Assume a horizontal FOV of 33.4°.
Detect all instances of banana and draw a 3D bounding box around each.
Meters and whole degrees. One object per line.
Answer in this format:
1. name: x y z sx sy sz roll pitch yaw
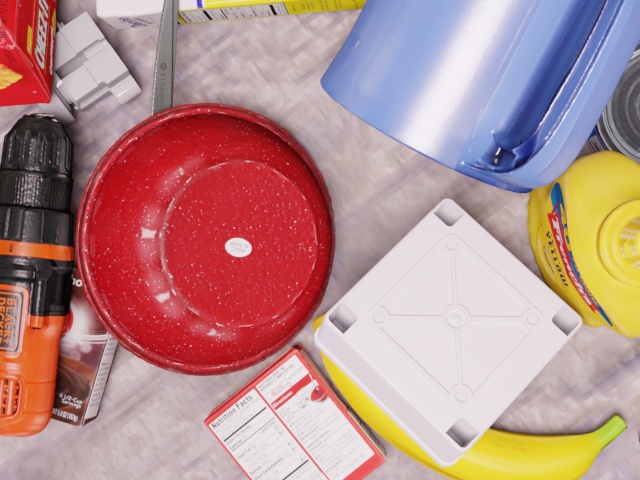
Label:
1. banana: 0.080 0.107 0.643 0.198 0.037 0.069 20 69 2

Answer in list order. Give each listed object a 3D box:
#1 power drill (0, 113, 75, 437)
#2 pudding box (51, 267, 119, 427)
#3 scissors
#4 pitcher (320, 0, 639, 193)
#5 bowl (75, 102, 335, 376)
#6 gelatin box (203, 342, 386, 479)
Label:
1. power drill: -0.234 0.013 0.615 0.188 0.057 0.184 5 87 8
2. pudding box: -0.180 0.054 0.655 0.113 0.039 0.090 16 90 4
3. scissors: -0.083 -0.043 0.640 0.096 0.016 0.202 22 83 -38
4. pitcher: 0.114 -0.151 0.556 0.149 0.144 0.243 32 108 13
5. bowl: -0.054 0.001 0.607 0.161 0.055 0.162 -1 93 -24
6. gelatin box: -0.015 0.119 0.649 0.073 0.030 0.089 -39 87 4
